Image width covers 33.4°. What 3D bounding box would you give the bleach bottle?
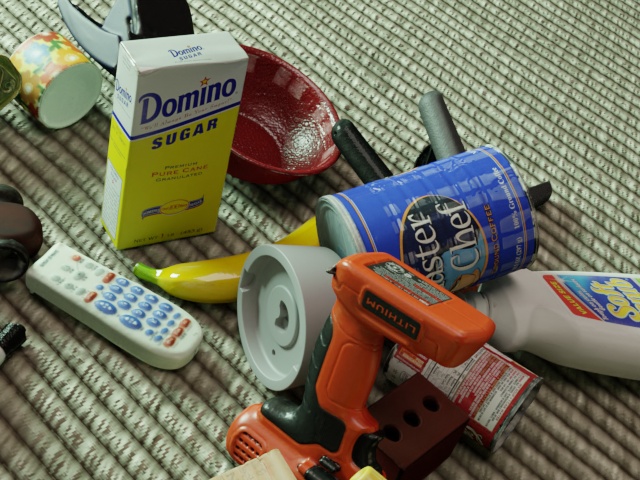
[{"bbox_3d":[0.228,0.071,0.871,0.250,0.068,0.102,5,41,-18],"label":"bleach bottle"}]

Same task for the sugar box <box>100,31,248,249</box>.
[{"bbox_3d":[-0.118,-0.077,0.847,0.093,0.176,0.048,-13,49,-29],"label":"sugar box"}]

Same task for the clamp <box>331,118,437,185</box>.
[{"bbox_3d":[0.066,-0.036,0.944,0.120,0.039,0.171,15,46,-25],"label":"clamp"}]

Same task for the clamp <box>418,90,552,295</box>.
[{"bbox_3d":[0.150,-0.025,0.960,0.164,0.036,0.210,30,45,-23],"label":"clamp"}]

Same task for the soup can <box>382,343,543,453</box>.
[{"bbox_3d":[0.107,0.104,0.808,0.102,0.069,0.068,34,44,19],"label":"soup can"}]

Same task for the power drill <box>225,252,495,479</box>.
[{"bbox_3d":[0.037,0.117,0.684,0.185,0.188,0.057,33,21,24],"label":"power drill"}]

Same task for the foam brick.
[{"bbox_3d":[0.059,0.142,0.763,0.053,0.051,0.078,40,46,23],"label":"foam brick"}]

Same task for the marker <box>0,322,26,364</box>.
[{"bbox_3d":[-0.244,0.097,0.738,0.020,0.020,0.121,26,43,10],"label":"marker"}]

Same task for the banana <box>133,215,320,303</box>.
[{"bbox_3d":[-0.050,0.014,0.876,0.197,0.037,0.070,-15,51,-30],"label":"banana"}]

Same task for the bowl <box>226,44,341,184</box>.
[{"bbox_3d":[-0.061,-0.104,0.971,0.162,0.055,0.162,20,42,-20],"label":"bowl"}]

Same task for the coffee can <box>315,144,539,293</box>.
[{"bbox_3d":[0.079,-0.005,0.814,0.140,0.103,0.103,-18,51,-14],"label":"coffee can"}]
